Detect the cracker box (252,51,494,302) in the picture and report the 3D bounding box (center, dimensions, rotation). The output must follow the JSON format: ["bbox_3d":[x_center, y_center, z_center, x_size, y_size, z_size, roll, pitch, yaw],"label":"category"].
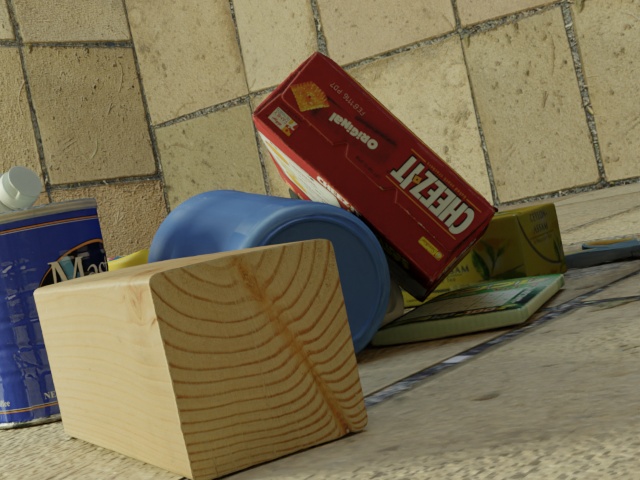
[{"bbox_3d":[0.041,-0.038,0.793,0.072,0.164,0.213,-47,-8,-4],"label":"cracker box"}]

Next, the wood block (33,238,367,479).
[{"bbox_3d":[-0.072,0.056,0.549,0.090,0.091,0.206,-12,2,-28],"label":"wood block"}]

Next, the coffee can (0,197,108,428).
[{"bbox_3d":[-0.193,0.049,0.742,0.103,0.140,0.103,-11,2,0],"label":"coffee can"}]

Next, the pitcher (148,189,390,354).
[{"bbox_3d":[-0.050,0.032,0.774,0.145,0.149,0.243,21,-5,-18],"label":"pitcher"}]

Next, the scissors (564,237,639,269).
[{"bbox_3d":[0.270,0.011,0.947,0.096,0.016,0.202,-14,2,-9],"label":"scissors"}]
